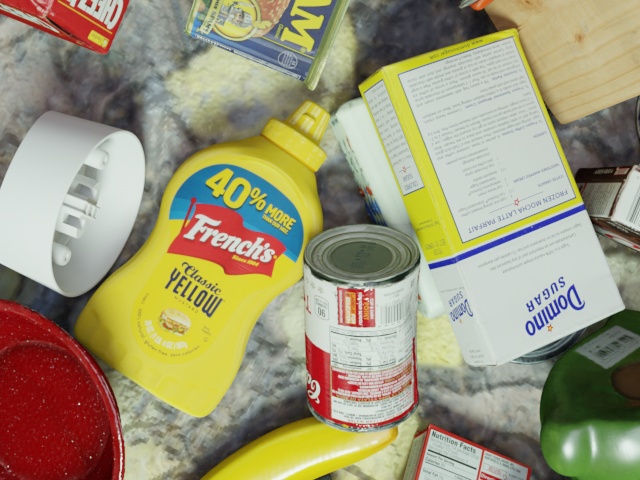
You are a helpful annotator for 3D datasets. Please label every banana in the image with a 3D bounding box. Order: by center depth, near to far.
[{"bbox_3d":[-0.042,0.159,0.640,0.197,0.037,0.070,-43,61,-6],"label":"banana"}]

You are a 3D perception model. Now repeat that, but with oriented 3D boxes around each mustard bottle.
[{"bbox_3d":[-0.054,0.001,0.627,0.096,0.058,0.191,34,89,-2],"label":"mustard bottle"}]

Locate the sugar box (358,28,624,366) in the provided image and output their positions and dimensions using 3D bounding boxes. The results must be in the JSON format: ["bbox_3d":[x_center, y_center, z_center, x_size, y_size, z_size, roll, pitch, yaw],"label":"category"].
[{"bbox_3d":[0.097,-0.025,0.612,0.093,0.048,0.176,-20,91,-19],"label":"sugar box"}]

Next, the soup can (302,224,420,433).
[{"bbox_3d":[0.024,0.050,0.616,0.068,0.068,0.102,-5,119,-6],"label":"soup can"}]

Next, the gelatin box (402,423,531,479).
[{"bbox_3d":[0.084,0.167,0.650,0.073,0.030,0.089,23,60,-8],"label":"gelatin box"}]

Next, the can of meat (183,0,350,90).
[{"bbox_3d":[-0.024,-0.150,0.621,0.084,0.057,0.102,21,95,-5],"label":"can of meat"}]

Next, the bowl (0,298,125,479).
[{"bbox_3d":[-0.173,0.106,0.607,0.162,0.055,0.162,3,99,17],"label":"bowl"}]
